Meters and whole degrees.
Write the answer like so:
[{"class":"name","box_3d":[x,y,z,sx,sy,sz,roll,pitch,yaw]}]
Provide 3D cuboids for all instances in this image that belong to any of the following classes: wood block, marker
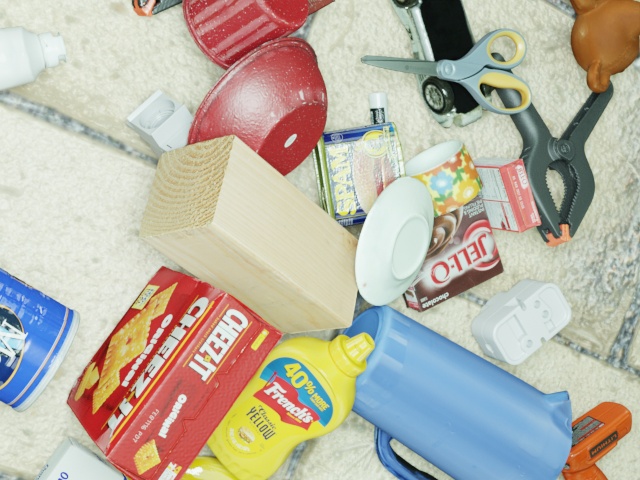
[{"class":"wood block","box_3d":[-0.057,0.001,0.976,0.205,0.090,0.090,39,52,-43]},{"class":"marker","box_3d":[0.064,-0.092,1.106,0.020,0.020,0.121,-7,97,-21]}]

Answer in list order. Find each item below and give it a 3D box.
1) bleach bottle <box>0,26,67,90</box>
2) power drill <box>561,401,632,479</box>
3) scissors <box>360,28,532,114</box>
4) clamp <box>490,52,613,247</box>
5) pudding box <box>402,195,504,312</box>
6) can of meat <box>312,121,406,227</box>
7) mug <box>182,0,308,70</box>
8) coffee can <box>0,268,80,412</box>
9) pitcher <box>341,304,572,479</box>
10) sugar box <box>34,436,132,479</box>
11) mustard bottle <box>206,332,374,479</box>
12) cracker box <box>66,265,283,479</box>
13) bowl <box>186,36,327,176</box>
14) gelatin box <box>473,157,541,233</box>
[{"class":"bleach bottle","box_3d":[-0.339,-0.139,0.898,0.250,0.103,0.068,-15,104,-19]},{"class":"power drill","box_3d":[0.350,0.283,1.227,0.184,0.057,0.187,-30,104,-17]},{"class":"scissors","box_3d":[0.135,-0.187,1.068,0.201,0.016,0.096,19,83,-27]},{"class":"clamp","box_3d":[0.259,-0.097,1.147,0.164,0.036,0.210,1,75,-24]},{"class":"pudding box","box_3d":[0.131,0.012,1.129,0.113,0.039,0.090,-24,104,-18]},{"class":"can of meat","box_3d":[0.040,-0.065,1.068,0.084,0.057,0.102,-9,97,-6]},{"class":"mug","box_3d":[-0.067,-0.225,0.981,0.093,0.082,0.117,10,63,-49]},{"class":"coffee can","box_3d":[-0.297,0.072,0.932,0.140,0.103,0.103,34,82,-20]},{"class":"pitcher","box_3d":[0.123,0.176,1.101,0.242,0.145,0.149,32,70,-17]},{"class":"sugar box","box_3d":[-0.196,0.273,1.019,0.176,0.048,0.093,39,80,-16]},{"class":"mustard bottle","box_3d":[-0.024,0.148,1.017,0.192,0.058,0.096,-39,87,21]},{"class":"cracker box","box_3d":[-0.138,0.113,0.938,0.072,0.214,0.164,38,80,-20]},{"class":"bowl","box_3d":[-0.045,-0.106,0.988,0.162,0.162,0.055,-41,66,-14]},{"class":"gelatin box","box_3d":[0.190,-0.049,1.121,0.030,0.089,0.073,-22,102,-17]}]
